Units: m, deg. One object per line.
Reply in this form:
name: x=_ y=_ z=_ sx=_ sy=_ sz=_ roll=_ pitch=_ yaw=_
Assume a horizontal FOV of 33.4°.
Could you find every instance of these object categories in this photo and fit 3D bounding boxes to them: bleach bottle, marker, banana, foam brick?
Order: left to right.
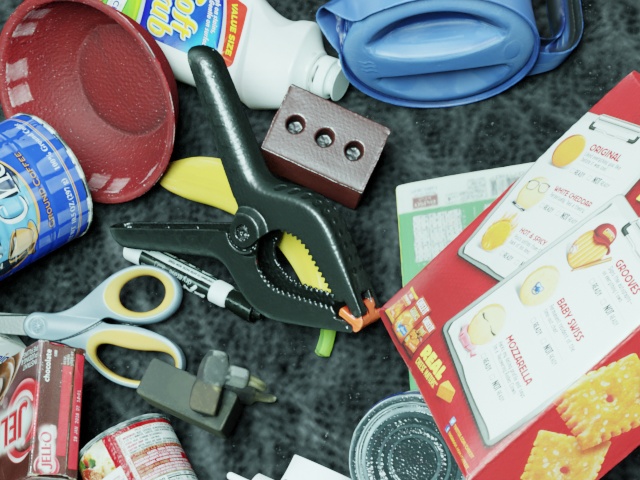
marker: x=-0.090 y=0.028 z=0.767 sx=0.121 sy=0.020 sz=0.020 roll=25 pitch=79 yaw=24
bleach bottle: x=-0.087 y=-0.168 z=0.816 sx=0.251 sy=0.068 sz=0.102 roll=24 pitch=81 yaw=21
banana: x=-0.039 y=-0.009 z=0.754 sx=0.069 sy=0.037 sz=0.198 roll=-43 pitch=64 yaw=-2
foam brick: x=0.002 y=-0.064 z=0.741 sx=0.078 sy=0.051 sz=0.053 roll=24 pitch=78 yaw=3

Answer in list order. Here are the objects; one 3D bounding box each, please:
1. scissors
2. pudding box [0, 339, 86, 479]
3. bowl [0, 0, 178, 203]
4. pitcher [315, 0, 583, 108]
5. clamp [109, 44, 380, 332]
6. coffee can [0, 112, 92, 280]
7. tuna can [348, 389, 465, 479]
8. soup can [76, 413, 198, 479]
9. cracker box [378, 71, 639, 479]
scissors: x=-0.185 y=0.044 z=0.757 sx=0.202 sy=0.016 sz=0.096 roll=20 pitch=86 yaw=4
pudding box: x=-0.201 y=0.126 z=0.724 sx=0.114 sy=0.039 sz=0.090 roll=-30 pitch=53 yaw=47
bowl: x=-0.162 y=-0.111 z=0.794 sx=0.162 sy=0.055 sz=0.162 roll=13 pitch=119 yaw=24
pitcher: x=0.089 y=-0.224 z=0.754 sx=0.145 sy=0.149 sz=0.243 roll=-13 pitch=63 yaw=29
clamp: x=-0.042 y=-0.019 z=0.706 sx=0.210 sy=0.036 sz=0.165 roll=33 pitch=119 yaw=21
coffee can: x=-0.248 y=-0.017 z=0.753 sx=0.103 sy=0.103 sz=0.140 roll=34 pitch=47 yaw=25
tuna can: x=0.061 y=0.136 z=0.660 sx=0.086 sy=0.033 sz=0.086 roll=-2 pitch=85 yaw=20
soup can: x=-0.107 y=0.173 z=0.692 sx=0.068 sy=0.068 sz=0.102 roll=-34 pitch=65 yaw=3
cracker box: x=0.148 y=0.028 z=0.590 sx=0.214 sy=0.072 sz=0.164 roll=-44 pitch=30 yaw=11
